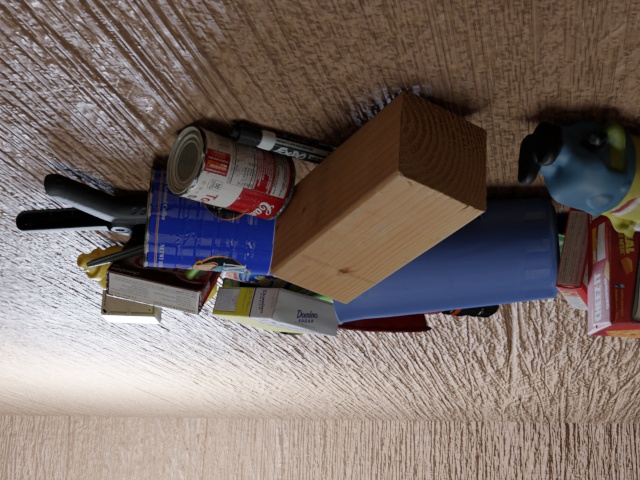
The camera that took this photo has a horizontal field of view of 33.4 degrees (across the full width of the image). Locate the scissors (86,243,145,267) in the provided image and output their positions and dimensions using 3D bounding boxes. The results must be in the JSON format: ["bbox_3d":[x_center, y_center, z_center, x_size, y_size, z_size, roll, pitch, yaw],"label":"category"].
[{"bbox_3d":[-0.154,-0.011,1.174,0.201,0.016,0.096,-10,153,-23],"label":"scissors"}]

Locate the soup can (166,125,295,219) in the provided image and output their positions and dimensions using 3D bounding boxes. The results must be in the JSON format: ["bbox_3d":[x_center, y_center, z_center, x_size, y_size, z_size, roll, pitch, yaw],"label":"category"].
[{"bbox_3d":[-0.083,-0.063,0.996,0.102,0.068,0.069,14,160,-35],"label":"soup can"}]

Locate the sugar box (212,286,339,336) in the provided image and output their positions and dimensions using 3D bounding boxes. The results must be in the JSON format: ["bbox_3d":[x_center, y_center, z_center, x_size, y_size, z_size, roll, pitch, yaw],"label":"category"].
[{"bbox_3d":[-0.058,0.089,1.342,0.093,0.048,0.176,17,172,-27],"label":"sugar box"}]

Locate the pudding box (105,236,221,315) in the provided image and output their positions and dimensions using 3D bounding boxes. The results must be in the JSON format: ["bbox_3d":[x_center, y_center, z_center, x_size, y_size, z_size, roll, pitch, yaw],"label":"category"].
[{"bbox_3d":[-0.177,0.038,1.215,0.113,0.039,0.090,10,-152,6],"label":"pudding box"}]

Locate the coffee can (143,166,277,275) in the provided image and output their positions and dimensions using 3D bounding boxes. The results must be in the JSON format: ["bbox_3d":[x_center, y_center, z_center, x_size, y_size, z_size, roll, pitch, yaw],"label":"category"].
[{"bbox_3d":[-0.106,-0.019,1.091,0.140,0.103,0.103,5,164,-8],"label":"coffee can"}]

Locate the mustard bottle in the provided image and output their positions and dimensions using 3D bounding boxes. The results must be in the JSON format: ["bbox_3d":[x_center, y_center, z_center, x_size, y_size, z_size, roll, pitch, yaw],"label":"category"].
[{"bbox_3d":[-0.236,0.045,1.412,0.191,0.058,0.096,17,157,-41],"label":"mustard bottle"}]

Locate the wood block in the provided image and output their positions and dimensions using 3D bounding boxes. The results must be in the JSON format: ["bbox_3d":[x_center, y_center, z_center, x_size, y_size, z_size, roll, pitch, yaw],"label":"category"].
[{"bbox_3d":[0.048,-0.032,0.950,0.090,0.090,0.206,23,144,-24],"label":"wood block"}]

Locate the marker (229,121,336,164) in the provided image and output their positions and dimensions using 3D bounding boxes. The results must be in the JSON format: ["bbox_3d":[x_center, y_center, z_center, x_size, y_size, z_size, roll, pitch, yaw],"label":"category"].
[{"bbox_3d":[-0.030,-0.088,0.991,0.120,0.020,0.020,12,161,-32],"label":"marker"}]

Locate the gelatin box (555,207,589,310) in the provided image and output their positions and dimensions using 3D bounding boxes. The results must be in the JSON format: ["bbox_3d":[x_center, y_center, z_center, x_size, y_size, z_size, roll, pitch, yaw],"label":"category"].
[{"bbox_3d":[0.270,0.019,1.099,0.030,0.089,0.073,4,161,28],"label":"gelatin box"}]

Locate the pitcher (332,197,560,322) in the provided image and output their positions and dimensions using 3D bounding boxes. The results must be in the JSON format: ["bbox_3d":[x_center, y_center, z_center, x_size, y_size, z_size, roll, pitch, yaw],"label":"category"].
[{"bbox_3d":[0.129,0.008,1.138,0.243,0.145,0.149,-4,175,9],"label":"pitcher"}]

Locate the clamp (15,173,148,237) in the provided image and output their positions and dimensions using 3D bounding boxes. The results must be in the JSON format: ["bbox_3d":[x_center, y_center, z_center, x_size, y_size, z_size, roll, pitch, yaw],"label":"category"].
[{"bbox_3d":[-0.224,-0.031,1.179,0.209,0.036,0.165,5,165,-18],"label":"clamp"}]

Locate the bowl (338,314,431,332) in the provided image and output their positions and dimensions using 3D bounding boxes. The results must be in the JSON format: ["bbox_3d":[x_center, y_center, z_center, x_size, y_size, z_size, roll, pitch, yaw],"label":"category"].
[{"bbox_3d":[0.077,0.095,1.506,0.162,0.055,0.162,3,-179,0],"label":"bowl"}]
